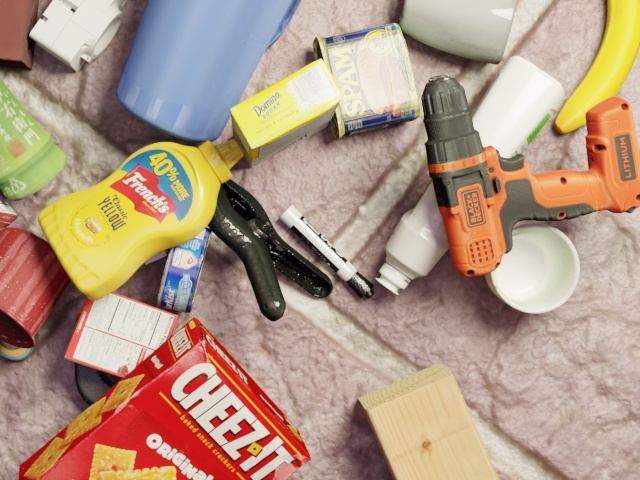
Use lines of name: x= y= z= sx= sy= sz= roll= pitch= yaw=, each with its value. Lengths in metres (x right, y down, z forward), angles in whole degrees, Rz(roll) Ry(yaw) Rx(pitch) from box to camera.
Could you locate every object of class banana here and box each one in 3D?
banana: x=0.288 y=-0.200 z=1.078 sx=0.070 sy=0.037 sz=0.198 roll=10 pitch=87 yaw=14

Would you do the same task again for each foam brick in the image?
foam brick: x=-0.304 y=-0.209 z=1.032 sx=0.051 sy=0.053 sz=0.078 roll=5 pitch=90 yaw=-3

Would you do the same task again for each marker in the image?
marker: x=0.008 y=0.013 z=1.062 sx=0.121 sy=0.020 sz=0.020 roll=45 pitch=87 yaw=-2

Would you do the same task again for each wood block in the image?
wood block: x=0.121 y=0.235 z=1.030 sx=0.091 sy=0.090 sz=0.206 roll=-23 pitch=91 yaw=-3

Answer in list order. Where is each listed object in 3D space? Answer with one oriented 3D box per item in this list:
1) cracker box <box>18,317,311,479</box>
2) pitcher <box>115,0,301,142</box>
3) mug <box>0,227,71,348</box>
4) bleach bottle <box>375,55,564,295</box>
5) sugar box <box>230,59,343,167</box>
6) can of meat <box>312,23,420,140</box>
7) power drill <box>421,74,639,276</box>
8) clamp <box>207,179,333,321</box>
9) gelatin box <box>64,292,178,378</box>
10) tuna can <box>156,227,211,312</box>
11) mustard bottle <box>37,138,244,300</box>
cracker box: x=-0.141 y=0.204 z=0.979 sx=0.213 sy=0.072 sz=0.164 roll=-40 pitch=111 yaw=-1
pitcher: x=-0.090 y=-0.218 z=0.995 sx=0.149 sy=0.145 sz=0.243 roll=22 pitch=105 yaw=-15
mug: x=-0.297 y=0.039 z=1.007 sx=0.117 sy=0.093 sz=0.081 roll=14 pitch=59 yaw=26
bleach bottle: x=0.138 y=-0.056 z=1.042 sx=0.068 sy=0.102 sz=0.251 roll=36 pitch=93 yaw=9
sugar box: x=-0.035 y=-0.114 z=0.984 sx=0.093 sy=0.176 sz=0.048 roll=-29 pitch=93 yaw=-5
can of meat: x=0.045 y=-0.157 z=1.050 sx=0.084 sy=0.057 sz=0.102 roll=-13 pitch=89 yaw=-6
power drill: x=0.190 y=-0.074 z=0.967 sx=0.187 sy=0.057 sz=0.184 roll=-14 pitch=102 yaw=-5
clamp: x=-0.057 y=0.001 z=1.034 sx=0.039 sy=0.120 sz=0.171 roll=-38 pitch=73 yaw=21
gelatin box: x=-0.187 y=0.091 z=1.009 sx=0.089 sy=0.030 sz=0.073 roll=20 pitch=80 yaw=-8
tuna can: x=-0.130 y=0.025 z=1.021 sx=0.033 sy=0.086 sz=0.086 roll=15 pitch=88 yaw=-5
mustard bottle: x=-0.154 y=-0.034 z=0.973 sx=0.191 sy=0.058 sz=0.096 roll=-33 pitch=69 yaw=-5
